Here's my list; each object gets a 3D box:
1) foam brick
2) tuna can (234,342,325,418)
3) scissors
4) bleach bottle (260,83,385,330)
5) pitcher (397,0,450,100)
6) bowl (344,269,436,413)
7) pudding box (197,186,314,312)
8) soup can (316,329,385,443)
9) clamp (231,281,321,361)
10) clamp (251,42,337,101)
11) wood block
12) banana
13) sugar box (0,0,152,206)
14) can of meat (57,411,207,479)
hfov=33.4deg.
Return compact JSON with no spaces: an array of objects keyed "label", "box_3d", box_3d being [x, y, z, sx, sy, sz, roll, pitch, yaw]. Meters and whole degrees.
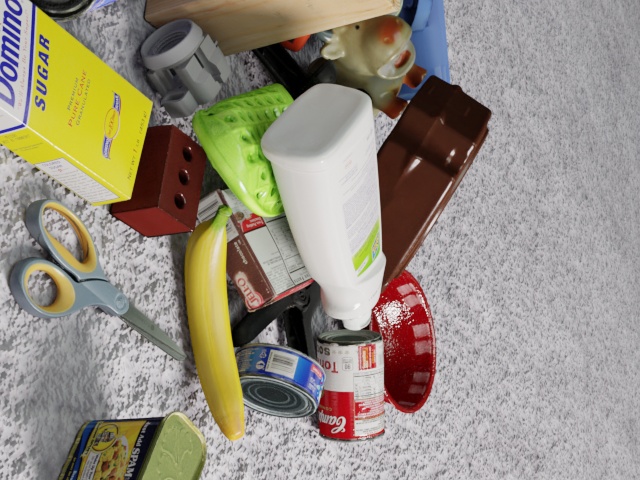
[{"label":"foam brick","box_3d":[-0.132,-0.048,0.878,0.053,0.051,0.078,38,51,-51]},{"label":"tuna can","box_3d":[-0.040,0.127,0.958,0.086,0.086,0.033,49,45,-43]},{"label":"scissors","box_3d":[-0.171,0.057,0.821,0.201,0.016,0.096,61,38,-32]},{"label":"bleach bottle","box_3d":[0.014,-0.009,0.938,0.102,0.068,0.251,-51,146,-35]},{"label":"pitcher","box_3d":[0.084,-0.281,1.222,0.149,0.145,0.243,-25,107,-62]},{"label":"bowl","box_3d":[0.071,0.112,1.182,0.161,0.055,0.162,22,65,-56]},{"label":"pudding box","box_3d":[-0.056,0.001,0.977,0.089,0.039,0.113,-21,83,-60]},{"label":"soup can","box_3d":[0.031,0.146,1.077,0.068,0.069,0.102,-13,103,-60]},{"label":"clamp","box_3d":[-0.026,0.068,1.041,0.120,0.039,0.171,55,39,-35]},{"label":"clamp","box_3d":[-0.021,-0.152,1.058,0.036,0.165,0.210,-43,151,-7]},{"label":"wood block","box_3d":[-0.041,-0.233,0.925,0.090,0.206,0.091,33,54,-53]},{"label":"banana","box_3d":[-0.092,0.069,0.909,0.037,0.070,0.198,-6,93,-17]},{"label":"sugar box","box_3d":[-0.200,-0.106,0.781,0.176,0.048,0.093,41,49,-50]},{"label":"can of meat","box_3d":[-0.142,0.177,0.773,0.057,0.084,0.102,55,39,-38]}]
